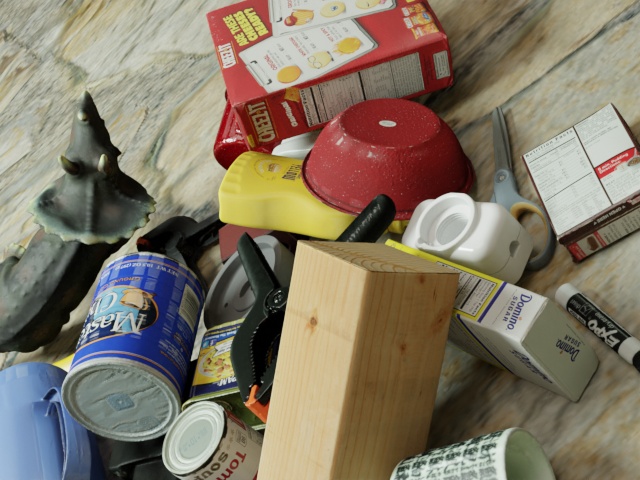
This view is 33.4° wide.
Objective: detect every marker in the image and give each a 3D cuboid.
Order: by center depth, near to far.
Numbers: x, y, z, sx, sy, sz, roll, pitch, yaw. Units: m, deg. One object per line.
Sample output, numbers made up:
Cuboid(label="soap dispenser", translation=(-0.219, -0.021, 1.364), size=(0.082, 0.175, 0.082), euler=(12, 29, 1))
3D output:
Cuboid(label="marker", translation=(0.215, 0.069, 0.785), size=(0.020, 0.020, 0.121), euler=(-45, 38, 2))

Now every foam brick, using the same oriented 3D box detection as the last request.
Cuboid(label="foam brick", translation=(-0.057, 0.001, 1.078), size=(0.078, 0.053, 0.051), euler=(-32, 40, 19))

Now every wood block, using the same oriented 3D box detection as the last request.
Cuboid(label="wood block", translation=(0.024, 0.111, 0.793), size=(0.091, 0.090, 0.206), euler=(22, 106, 51))

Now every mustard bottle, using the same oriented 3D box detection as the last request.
Cuboid(label="mustard bottle", translation=(0.007, -0.038, 1.007), size=(0.192, 0.058, 0.096), euler=(10, 30, 15))

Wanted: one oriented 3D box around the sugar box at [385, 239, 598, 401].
Cuboid(label="sugar box", translation=(0.121, 0.058, 0.824), size=(0.177, 0.093, 0.048), euler=(19, 70, 49))

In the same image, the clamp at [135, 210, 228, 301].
Cuboid(label="clamp", translation=(-0.149, 0.018, 1.164), size=(0.172, 0.039, 0.120), euler=(-10, 45, 46))

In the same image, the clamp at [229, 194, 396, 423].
Cuboid(label="clamp", translation=(-0.016, 0.050, 0.877), size=(0.165, 0.036, 0.210), euler=(-21, 39, 29))

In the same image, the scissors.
Cuboid(label="scissors", translation=(0.149, -0.037, 0.947), size=(0.096, 0.016, 0.202), euler=(-34, 39, 16))

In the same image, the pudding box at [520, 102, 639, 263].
Cuboid(label="pudding box", translation=(0.222, -0.049, 0.869), size=(0.090, 0.039, 0.113), euler=(-32, 38, 19))

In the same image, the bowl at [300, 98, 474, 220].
Cuboid(label="bowl", translation=(0.062, -0.085, 0.972), size=(0.162, 0.055, 0.162), euler=(0, 36, 0))

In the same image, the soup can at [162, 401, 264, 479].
Cuboid(label="soup can", translation=(-0.074, 0.185, 0.886), size=(0.069, 0.102, 0.068), euler=(-25, 42, 25))

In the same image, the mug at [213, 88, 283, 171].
Cuboid(label="mug", translation=(-0.072, -0.125, 1.162), size=(0.093, 0.117, 0.081), euler=(7, 62, 13))

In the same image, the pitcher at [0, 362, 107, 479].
Cuboid(label="pitcher", translation=(-0.264, 0.217, 1.017), size=(0.149, 0.145, 0.243), euler=(-29, 35, -1))

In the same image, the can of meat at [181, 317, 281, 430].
Cuboid(label="can of meat", translation=(-0.062, 0.114, 0.923), size=(0.102, 0.057, 0.084), euler=(-16, 43, 25))

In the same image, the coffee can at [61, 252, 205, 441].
Cuboid(label="coffee can", translation=(-0.165, 0.094, 0.960), size=(0.103, 0.102, 0.140), euler=(-26, 34, 25))

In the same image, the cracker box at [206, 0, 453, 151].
Cuboid(label="cracker box", translation=(0.007, -0.190, 1.065), size=(0.213, 0.072, 0.164), euler=(-18, 46, 0))
